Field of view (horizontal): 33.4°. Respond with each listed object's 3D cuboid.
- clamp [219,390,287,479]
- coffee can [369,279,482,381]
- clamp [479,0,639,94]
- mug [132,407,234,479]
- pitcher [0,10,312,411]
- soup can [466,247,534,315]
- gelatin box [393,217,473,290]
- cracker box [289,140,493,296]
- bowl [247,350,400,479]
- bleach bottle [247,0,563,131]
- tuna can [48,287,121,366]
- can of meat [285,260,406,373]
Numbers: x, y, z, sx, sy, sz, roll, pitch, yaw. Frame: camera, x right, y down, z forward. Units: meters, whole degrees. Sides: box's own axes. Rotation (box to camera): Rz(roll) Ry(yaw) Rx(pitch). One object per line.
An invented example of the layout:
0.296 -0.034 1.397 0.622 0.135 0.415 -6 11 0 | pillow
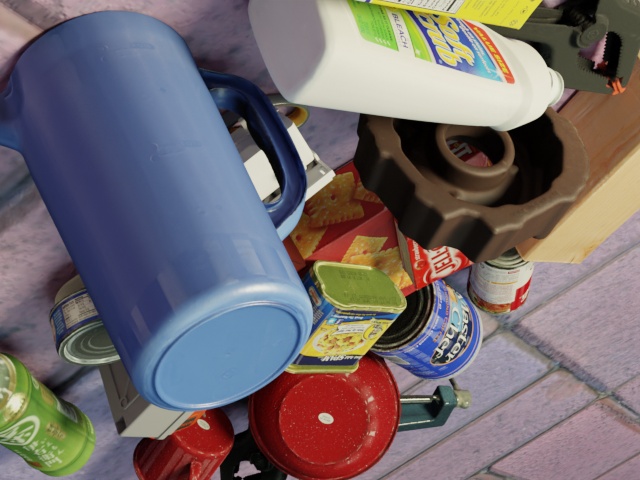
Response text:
-0.050 0.235 1.172 0.039 0.120 0.172 -44 167 -55 | clamp
0.097 0.081 1.103 0.103 0.103 0.140 -34 149 14 | coffee can
0.198 -0.172 0.850 0.164 0.036 0.209 -29 146 8 | clamp
-0.144 0.231 1.146 0.093 0.117 0.082 21 125 -19 | mug
-0.090 -0.022 0.655 0.149 0.243 0.144 -39 144 11 | pitcher
0.190 0.026 1.124 0.068 0.068 0.102 -21 149 -9 | soup can
0.105 -0.002 0.910 0.073 0.030 0.089 -24 147 -5 | gelatin box
0.064 -0.012 0.963 0.214 0.072 0.164 -31 149 7 | cracker box
0.004 0.178 1.094 0.162 0.162 0.055 -28 -177 2 | bowl
0.076 -0.130 0.749 0.250 0.102 0.068 3 144 -38 | bleach bottle
-0.179 0.070 0.884 0.086 0.034 0.086 -16 152 -9 | tuna can
0.012 0.065 0.912 0.101 0.057 0.084 6 132 -43 | can of meat
